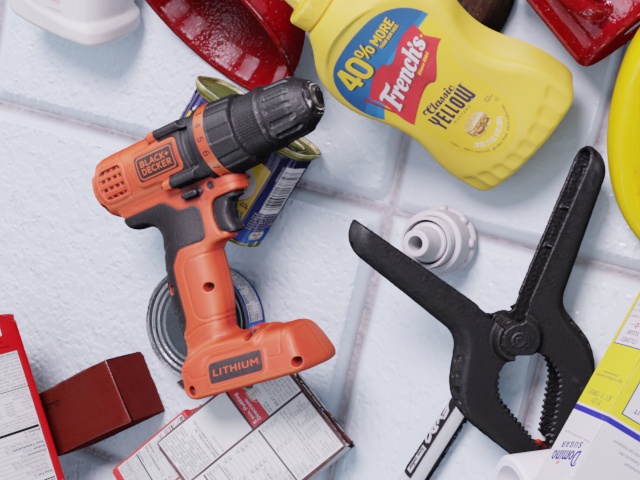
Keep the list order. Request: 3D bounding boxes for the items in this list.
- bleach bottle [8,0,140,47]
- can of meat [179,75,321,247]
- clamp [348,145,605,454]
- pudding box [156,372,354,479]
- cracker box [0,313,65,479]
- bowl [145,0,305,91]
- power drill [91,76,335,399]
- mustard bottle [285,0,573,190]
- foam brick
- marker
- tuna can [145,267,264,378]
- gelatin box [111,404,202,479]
[{"bbox_3d":[-0.175,-0.270,0.746,0.103,0.068,0.251,26,130,22],"label":"bleach bottle"},{"bbox_3d":[-0.064,-0.056,0.771,0.102,0.057,0.084,38,108,17],"label":"can of meat"},{"bbox_3d":[0.110,0.056,0.678,0.164,0.036,0.210,-11,104,-3],"label":"clamp"},{"bbox_3d":[-0.047,0.146,0.765,0.113,0.039,0.090,-39,78,1],"label":"pudding box"},{"bbox_3d":[-0.267,0.178,0.837,0.164,0.071,0.214,-24,83,48],"label":"cracker box"},{"bbox_3d":[-0.064,-0.172,0.731,0.162,0.162,0.055,37,77,18],"label":"bowl"},{"bbox_3d":[-0.055,0.001,0.711,0.185,0.057,0.187,-20,85,30],"label":"power drill"},{"bbox_3d":[0.055,-0.113,0.662,0.191,0.058,0.096,30,129,-13],"label":"mustard bottle"},{"bbox_3d":[-0.171,0.126,0.830,0.078,0.051,0.053,-27,81,22],"label":"foam brick"},{"bbox_3d":[0.088,0.127,0.732,0.020,0.020,0.121,35,106,18],"label":"marker"},{"bbox_3d":[-0.086,0.060,0.798,0.086,0.033,0.086,1,93,24],"label":"tuna can"},{"bbox_3d":[-0.106,0.180,0.816,0.089,0.030,0.073,-41,75,20],"label":"gelatin box"}]
